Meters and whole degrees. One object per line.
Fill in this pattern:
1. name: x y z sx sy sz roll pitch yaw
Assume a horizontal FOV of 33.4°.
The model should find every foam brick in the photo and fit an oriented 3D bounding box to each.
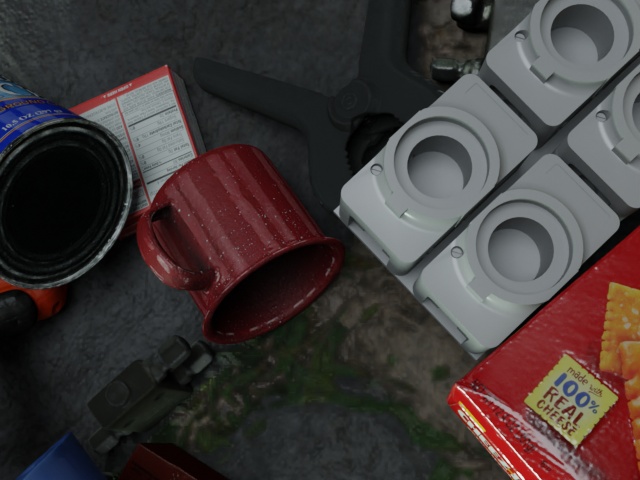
1. foam brick: -0.076 0.156 0.608 0.078 0.051 0.053 29 87 19

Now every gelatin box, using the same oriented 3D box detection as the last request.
1. gelatin box: -0.111 -0.055 0.672 0.073 0.030 0.089 -23 74 10

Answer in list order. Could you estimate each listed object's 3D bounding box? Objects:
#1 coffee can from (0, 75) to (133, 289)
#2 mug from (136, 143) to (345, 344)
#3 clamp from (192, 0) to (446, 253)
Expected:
1. coffee can: -0.195 -0.044 0.636 0.140 0.102 0.103 27 88 37
2. mug: -0.054 0.001 0.603 0.081 0.117 0.093 55 128 23
3. clamp: 0.014 -0.073 0.617 0.165 0.036 0.210 -29 64 20
